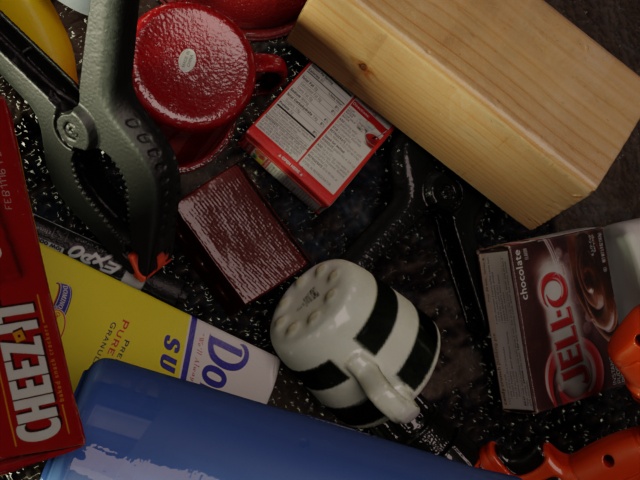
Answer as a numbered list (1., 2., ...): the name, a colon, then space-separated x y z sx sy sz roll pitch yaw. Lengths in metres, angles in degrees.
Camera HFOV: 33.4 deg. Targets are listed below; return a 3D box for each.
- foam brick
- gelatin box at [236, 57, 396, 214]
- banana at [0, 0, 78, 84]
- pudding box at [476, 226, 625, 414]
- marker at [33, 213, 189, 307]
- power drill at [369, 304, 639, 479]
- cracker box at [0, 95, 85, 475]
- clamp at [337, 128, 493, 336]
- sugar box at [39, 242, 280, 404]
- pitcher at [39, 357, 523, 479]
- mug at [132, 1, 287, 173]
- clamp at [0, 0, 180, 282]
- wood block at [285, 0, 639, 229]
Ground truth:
1. foam brick: -0.054 0.001 0.667 0.051 0.053 0.078 -36 90 -22
2. gelatin box: 0.001 -0.074 0.713 0.073 0.030 0.089 42 69 -5
3. banana: -0.222 -0.162 0.657 0.197 0.037 0.069 32 88 -8
4. pudding box: 0.156 0.052 0.718 0.089 0.039 0.113 -10 89 -34
5. marker: -0.137 0.011 0.655 0.121 0.020 0.020 25 72 -12
6. power drill: 0.142 0.122 0.653 0.188 0.057 0.184 -39 95 23
7. cracker box: -0.204 0.042 0.522 0.071 0.214 0.164 -9 80 -41
8. clamp: 0.085 -0.020 0.727 0.120 0.039 0.171 29 74 -22
9. sugar box: -0.119 0.077 0.633 0.176 0.048 0.093 26 72 -11
10. pitcher: -0.021 0.144 0.555 0.242 0.149 0.145 21 68 -8
11. mug: -0.076 -0.097 0.664 0.117 0.082 0.093 -8 81 -20
12. clamp: -0.126 -0.075 0.605 0.036 0.165 0.210 -41 113 -44
13. wood block: 0.093 -0.111 0.681 0.206 0.091 0.090 37 68 -3
